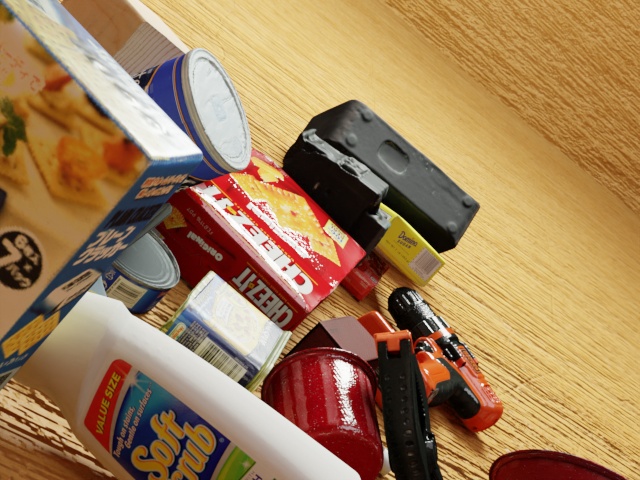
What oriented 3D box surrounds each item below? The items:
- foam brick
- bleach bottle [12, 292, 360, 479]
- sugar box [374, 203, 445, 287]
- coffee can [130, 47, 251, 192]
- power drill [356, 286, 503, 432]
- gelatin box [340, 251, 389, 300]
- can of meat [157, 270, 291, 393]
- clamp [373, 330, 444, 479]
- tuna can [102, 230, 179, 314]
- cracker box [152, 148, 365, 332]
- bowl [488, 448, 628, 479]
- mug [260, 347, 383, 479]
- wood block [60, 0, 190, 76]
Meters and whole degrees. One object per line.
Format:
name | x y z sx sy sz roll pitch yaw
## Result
foam brick | 0.014 0.105 0.964 0.053 0.051 0.078 49 20 18
bleach bottle | -0.098 0.115 0.651 0.250 0.103 0.068 38 18 -11
sugar box | 0.067 -0.016 1.242 0.093 0.048 0.176 43 1 -30
coffee can | -0.141 -0.083 0.864 0.102 0.140 0.103 -18 90 -72
power drill | 0.098 0.116 1.098 0.184 0.057 0.187 53 21 25
gelatin box | 0.037 0.024 1.210 0.073 0.030 0.089 44 18 2
can of meat | -0.078 0.078 0.830 0.084 0.057 0.102 41 19 -3
clamp | 0.075 0.168 0.837 0.164 0.036 0.210 -44 126 -76
tuna can | -0.155 0.017 0.838 0.086 0.034 0.086 38 20 -17
cracker box | -0.057 0.001 1.008 0.164 0.072 0.213 44 20 2
bowl | 0.222 0.258 0.967 0.162 0.162 0.055 39 53 -13
mug | 0.005 0.152 0.817 0.081 0.093 0.117 -100 176 -52
wood block | -0.189 -0.179 1.020 0.090 0.090 0.206 38 7 -36
